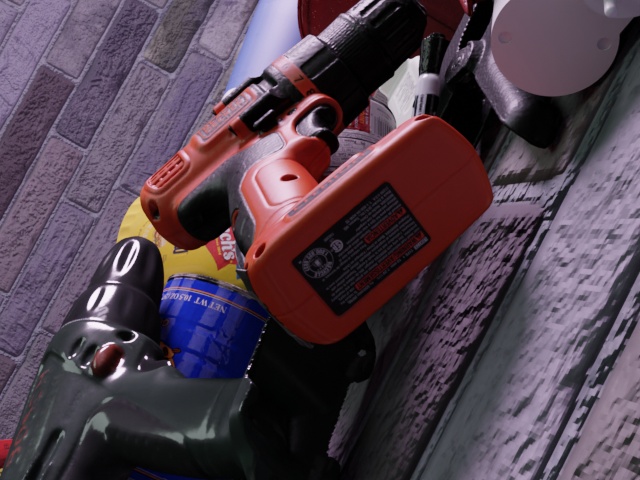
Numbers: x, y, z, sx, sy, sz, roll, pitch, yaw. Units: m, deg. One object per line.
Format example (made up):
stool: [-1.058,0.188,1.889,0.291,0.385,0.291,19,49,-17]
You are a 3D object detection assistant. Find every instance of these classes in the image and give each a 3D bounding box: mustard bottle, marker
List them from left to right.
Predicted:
mustard bottle: [-0.055,0.001,0.757,0.192,0.058,0.096,-9,59,28]
marker: [0.058,-0.061,0.590,0.020,0.020,0.121,140,142,-65]

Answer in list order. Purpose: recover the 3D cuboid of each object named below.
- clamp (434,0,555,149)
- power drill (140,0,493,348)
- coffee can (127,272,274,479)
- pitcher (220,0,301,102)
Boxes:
clamp: [0.078,-0.074,0.548,0.120,0.039,0.171,-41,22,40]
power drill: [0.005,-0.042,0.506,0.184,0.057,0.188,-43,27,0]
coffee can: [-0.083,0.107,0.685,0.140,0.102,0.103,-65,10,-22]
pitcher: [-0.031,-0.143,1.072,0.149,0.145,0.242,77,-150,-63]
